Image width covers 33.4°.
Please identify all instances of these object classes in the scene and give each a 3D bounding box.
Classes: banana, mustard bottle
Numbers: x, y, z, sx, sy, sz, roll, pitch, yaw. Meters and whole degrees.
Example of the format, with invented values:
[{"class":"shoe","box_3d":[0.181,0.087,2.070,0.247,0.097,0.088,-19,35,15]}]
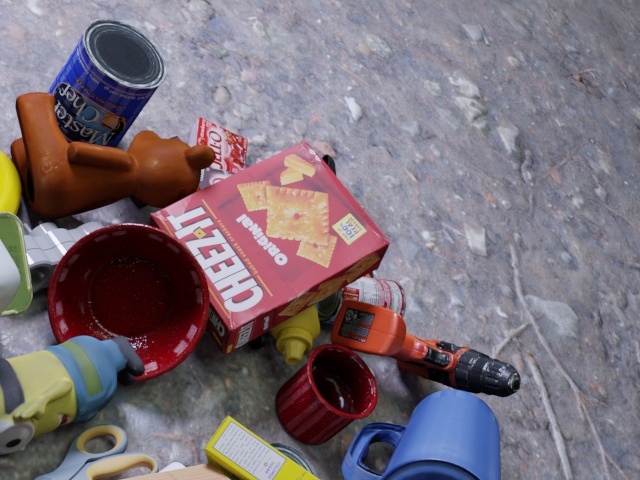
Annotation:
[{"class":"banana","box_3d":[-0.350,-0.029,1.101,0.069,0.037,0.197,10,45,-9]},{"class":"mustard bottle","box_3d":[-0.027,0.064,1.248,0.058,0.096,0.191,4,48,-2]}]

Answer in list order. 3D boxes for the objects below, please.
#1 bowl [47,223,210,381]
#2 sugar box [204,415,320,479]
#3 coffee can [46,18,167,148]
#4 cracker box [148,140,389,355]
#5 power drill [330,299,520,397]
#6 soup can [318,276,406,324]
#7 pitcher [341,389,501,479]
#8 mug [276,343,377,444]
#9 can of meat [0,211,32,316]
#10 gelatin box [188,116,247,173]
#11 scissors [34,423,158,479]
[{"class":"bowl","box_3d":[-0.195,0.061,1.096,0.162,0.162,0.055,37,-1,-9]},{"class":"sugar box","box_3d":[-0.028,0.242,1.026,0.176,0.093,0.048,35,72,10]},{"class":"coffee can","box_3d":[-0.253,-0.168,1.221,0.102,0.141,0.103,23,43,-24]},{"class":"cracker box","box_3d":[-0.058,0.001,1.175,0.213,0.072,0.164,-28,69,-26]},{"class":"power drill","box_3d":[0.118,0.131,1.244,0.187,0.185,0.057,28,77,-39]},{"class":"soup can","box_3d":[0.046,0.075,1.323,0.102,0.069,0.068,12,49,-33]},{"class":"pitcher","box_3d":[0.125,0.246,1.155,0.149,0.145,0.242,67,16,-7]},{"class":"mug","box_3d":[0.012,0.173,1.196,0.117,0.082,0.093,-11,64,-45]},{"class":"can of meat","box_3d":[-0.320,0.025,1.006,0.057,0.084,0.102,-11,94,-46]},{"class":"gelatin box","box_3d":[-0.132,-0.106,1.359,0.073,0.030,0.089,24,43,-23]},{"class":"scissors","box_3d":[-0.250,0.211,0.982,0.201,0.016,0.096,-2,33,-25]}]
